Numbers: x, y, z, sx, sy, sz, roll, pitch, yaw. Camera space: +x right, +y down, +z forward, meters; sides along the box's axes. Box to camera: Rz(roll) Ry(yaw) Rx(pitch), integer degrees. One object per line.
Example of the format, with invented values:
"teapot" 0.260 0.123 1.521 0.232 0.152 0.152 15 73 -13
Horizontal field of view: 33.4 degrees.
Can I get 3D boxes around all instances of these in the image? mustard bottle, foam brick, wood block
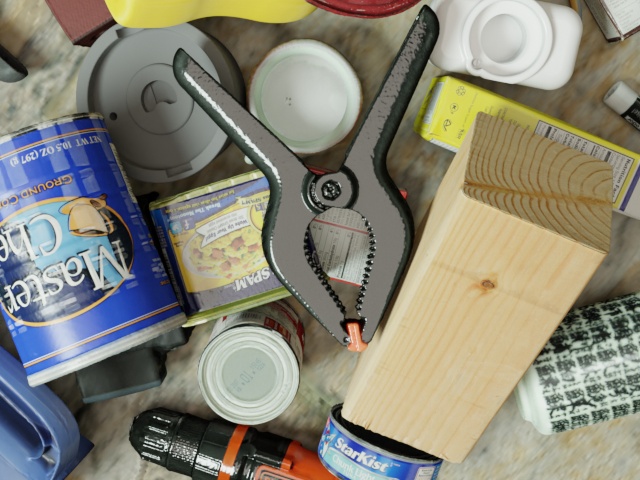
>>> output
"mustard bottle" -0.045 -0.185 0.681 0.191 0.058 0.096 -7 71 -28
"foam brick" -0.142 -0.170 0.712 0.078 0.053 0.051 -30 97 6
"wood block" 0.095 0.036 0.674 0.091 0.090 0.206 22 131 -2

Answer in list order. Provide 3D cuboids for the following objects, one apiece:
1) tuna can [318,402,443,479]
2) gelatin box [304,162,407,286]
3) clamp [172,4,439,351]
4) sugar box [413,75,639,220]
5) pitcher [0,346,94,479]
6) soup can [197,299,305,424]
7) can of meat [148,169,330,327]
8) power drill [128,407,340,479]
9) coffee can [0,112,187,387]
"tuna can" 0.042 0.146 0.742 0.086 0.086 0.034 19 100 -2
"gelatin box" 0.009 -0.011 0.746 0.089 0.030 0.073 14 99 1
"clamp" 0.015 -0.039 0.658 0.164 0.036 0.210 -16 94 3
"sugar box" 0.152 -0.058 0.705 0.176 0.093 0.048 19 98 -3
"pitcher" -0.276 0.104 0.718 0.243 0.145 0.149 44 83 -3
"soup can" -0.045 0.078 0.724 0.068 0.102 0.068 0 98 0
"can of meat" -0.055 0.001 0.702 0.102 0.057 0.084 -17 95 -3
"power drill" -0.067 0.224 0.768 0.184 0.057 0.188 17 100 7
"coffee can" -0.155 0.006 0.656 0.103 0.103 0.140 -22 90 4
